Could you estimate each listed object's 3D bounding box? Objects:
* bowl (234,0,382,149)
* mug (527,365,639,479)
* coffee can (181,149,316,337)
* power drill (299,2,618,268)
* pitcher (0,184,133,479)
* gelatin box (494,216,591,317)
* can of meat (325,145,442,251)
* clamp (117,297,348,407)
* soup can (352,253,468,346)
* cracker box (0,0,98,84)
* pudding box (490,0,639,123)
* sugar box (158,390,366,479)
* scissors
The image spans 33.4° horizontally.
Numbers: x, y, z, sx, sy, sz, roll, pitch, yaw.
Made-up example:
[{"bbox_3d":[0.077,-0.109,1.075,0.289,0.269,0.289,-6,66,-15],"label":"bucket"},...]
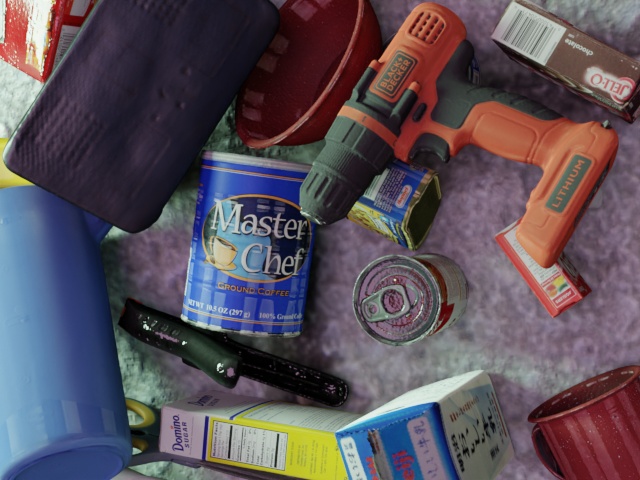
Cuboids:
[{"bbox_3d":[0.000,-0.136,0.857,0.162,0.055,0.162,-36,40,38],"label":"bowl"},{"bbox_3d":[0.207,0.153,0.800,0.117,0.093,0.081,-30,85,49],"label":"mug"},{"bbox_3d":[-0.056,0.001,0.880,0.103,0.102,0.140,9,94,20],"label":"coffee can"},{"bbox_3d":[0.098,-0.058,0.754,0.188,0.057,0.184,31,86,16],"label":"power drill"},{"bbox_3d":[-0.242,0.088,0.891,0.149,0.144,0.243,-44,52,36],"label":"pitcher"},{"bbox_3d":[0.170,0.018,0.803,0.030,0.089,0.073,-37,79,16],"label":"gelatin box"},{"bbox_3d":[0.046,-0.039,0.841,0.084,0.102,0.057,27,82,16],"label":"can of meat"},{"bbox_3d":[-0.087,0.093,0.897,0.210,0.164,0.036,17,86,42],"label":"clamp"},{"bbox_3d":[0.073,0.043,0.833,0.069,0.102,0.068,0,91,20],"label":"soup can"},{"bbox_3d":[-0.258,-0.246,0.930,0.214,0.071,0.164,30,113,34],"label":"cracker box"},{"bbox_3d":[0.189,-0.132,0.793,0.113,0.090,0.039,35,99,18],"label":"pudding box"},{"bbox_3d":[-0.034,0.162,0.880,0.176,0.093,0.048,3,92,21],"label":"sugar box"},{"bbox_3d":[-0.120,0.178,0.945,0.201,0.096,0.016,8,118,-9],"label":"scissors"}]
